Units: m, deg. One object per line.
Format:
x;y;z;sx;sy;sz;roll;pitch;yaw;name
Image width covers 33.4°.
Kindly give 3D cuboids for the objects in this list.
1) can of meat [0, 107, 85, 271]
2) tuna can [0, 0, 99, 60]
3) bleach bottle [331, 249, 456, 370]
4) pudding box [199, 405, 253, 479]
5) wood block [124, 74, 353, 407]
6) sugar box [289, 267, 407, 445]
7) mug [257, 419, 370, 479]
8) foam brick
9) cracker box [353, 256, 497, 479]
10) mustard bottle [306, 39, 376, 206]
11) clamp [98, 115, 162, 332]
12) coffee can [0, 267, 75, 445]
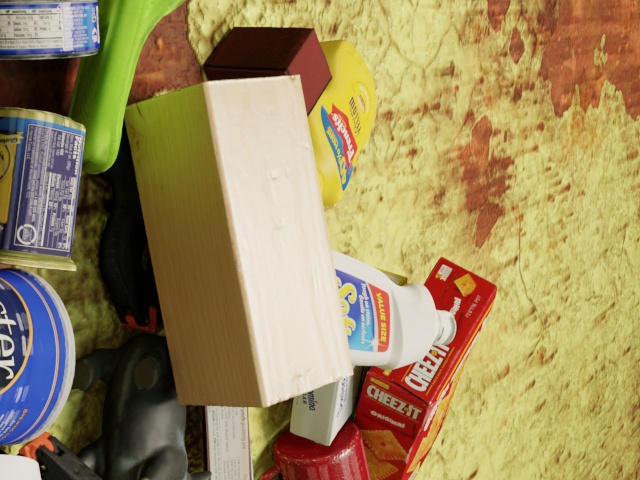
-0.183;-0.029;0.602;0.057;0.102;0.084;10;85;-58;can of meat
-0.171;-0.124;0.616;0.086;0.086;0.034;-22;116;-55;tuna can
0.007;0.048;0.862;0.250;0.068;0.102;11;86;-32;bleach bottle
-0.075;0.146;0.830;0.090;0.039;0.113;-121;-153;-75;pudding box
-0.054;0.001;0.720;0.090;0.091;0.206;-13;94;-45;wood block
0.028;0.102;0.990;0.176;0.048;0.093;-40;144;-57;sugar box
-0.008;0.217;0.965;0.117;0.093;0.081;-17;110;-17;mug
-0.040;-0.131;0.838;0.051;0.078;0.053;-62;145;-32;foam brick
0.092;0.147;1.043;0.164;0.072;0.214;-53;164;-39;cracker box
-0.002;-0.084;0.889;0.191;0.058;0.096;-67;148;-49;mustard bottle
-0.128;-0.024;0.755;0.120;0.039;0.171;16;79;-47;clamp
-0.216;0.063;0.562;0.140;0.103;0.103;7;90;-59;coffee can
